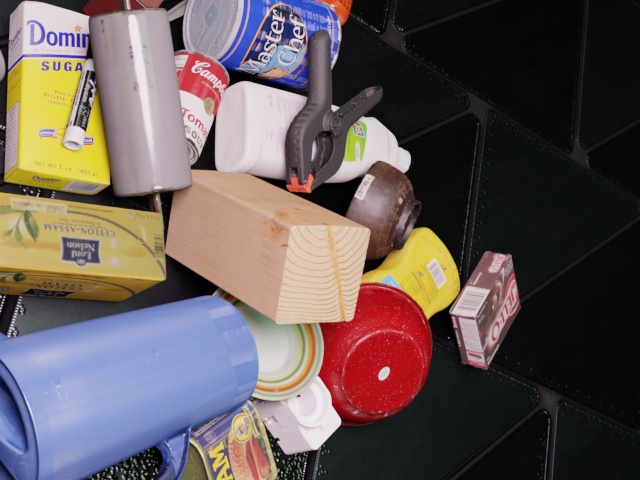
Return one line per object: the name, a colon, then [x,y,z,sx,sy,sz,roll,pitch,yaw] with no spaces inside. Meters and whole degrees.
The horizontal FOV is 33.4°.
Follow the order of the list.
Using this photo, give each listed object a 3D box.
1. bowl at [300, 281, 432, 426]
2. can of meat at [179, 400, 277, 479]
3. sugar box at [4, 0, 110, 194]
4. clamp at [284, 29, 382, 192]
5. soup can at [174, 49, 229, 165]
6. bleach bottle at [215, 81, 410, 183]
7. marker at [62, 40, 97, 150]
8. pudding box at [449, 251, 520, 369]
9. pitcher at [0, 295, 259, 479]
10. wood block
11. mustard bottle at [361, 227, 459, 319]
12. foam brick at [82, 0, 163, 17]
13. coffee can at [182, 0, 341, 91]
bowl: [0.055,0.128,1.113,0.162,0.055,0.162,-5,106,-19]
can of meat: [-0.094,0.208,1.009,0.083,0.058,0.102,-32,116,-43]
sugar box: [-0.250,-0.136,1.024,0.093,0.048,0.176,9,71,-36]
clamp: [0.001,-0.134,1.130,0.120,0.039,0.171,44,59,-33]
soup can: [-0.141,-0.135,1.093,0.068,0.069,0.102,32,58,-25]
bleach bottle: [0.002,-0.103,1.199,0.250,0.068,0.102,10,74,-38]
marker: [-0.221,-0.140,1.006,0.020,0.020,0.121,24,59,-30]
pudding box: [0.199,0.082,1.279,0.113,0.039,0.090,-51,137,-35]
pitcher: [-0.168,0.133,0.898,0.242,0.145,0.149,-14,119,-43]
wood block: [-0.056,0.001,1.012,0.090,0.206,0.091,1,105,-37]
mustard bottle: [0.081,0.072,1.200,0.191,0.058,0.096,-42,113,-39]
foam brick: [-0.195,-0.247,1.084,0.051,0.078,0.053,42,56,-20]
coffee can: [-0.063,-0.227,1.156,0.140,0.103,0.103,10,69,-40]
